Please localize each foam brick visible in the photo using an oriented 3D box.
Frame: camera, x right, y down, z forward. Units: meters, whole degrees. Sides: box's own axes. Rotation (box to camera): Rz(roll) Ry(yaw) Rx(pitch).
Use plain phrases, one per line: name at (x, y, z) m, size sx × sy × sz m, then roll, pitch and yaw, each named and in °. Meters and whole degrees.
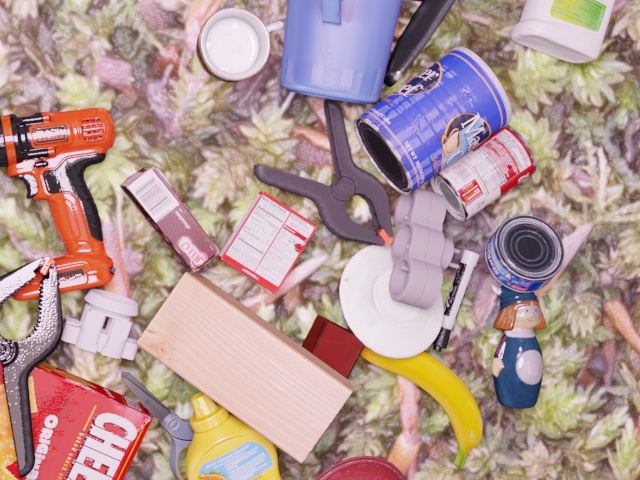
foam brick at (0.007, 0.130, 1.179) m, size 0.051 × 0.053 × 0.078 m, roll 29°, pitch 87°, yaw -15°

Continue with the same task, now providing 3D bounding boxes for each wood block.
wood block at (-0.074, 0.129, 1.105) m, size 0.206 × 0.090 × 0.091 m, roll 35°, pitch 90°, yaw 5°

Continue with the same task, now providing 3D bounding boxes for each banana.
banana at (0.128, 0.174, 1.222) m, size 0.069 × 0.037 × 0.197 m, roll -42°, pitch 103°, yaw -9°

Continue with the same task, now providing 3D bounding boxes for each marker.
marker at (0.154, 0.070, 1.230) m, size 0.020 × 0.020 × 0.121 m, roll 20°, pitch 89°, yaw -15°

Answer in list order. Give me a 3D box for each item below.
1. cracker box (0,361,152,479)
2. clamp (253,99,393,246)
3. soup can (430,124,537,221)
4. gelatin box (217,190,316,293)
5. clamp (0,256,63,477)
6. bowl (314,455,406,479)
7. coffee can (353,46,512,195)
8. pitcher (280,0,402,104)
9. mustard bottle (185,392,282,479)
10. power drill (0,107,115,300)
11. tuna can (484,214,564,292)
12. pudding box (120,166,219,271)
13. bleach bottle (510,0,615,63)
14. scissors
cracker box at (-0.304, 0.208, 1.095) m, size 0.213 × 0.072 × 0.164 m, roll 27°, pitch 86°, yaw -15°
clamp at (0.024, -0.068, 1.176) m, size 0.171 × 0.039 × 0.120 m, roll 40°, pitch 89°, yaw -12°
soup can at (0.182, -0.076, 1.201) m, size 0.102 × 0.068 × 0.068 m, roll -35°, pitch 102°, yaw -9°
gelatin box at (-0.058, 0.001, 1.165) m, size 0.073 × 0.030 × 0.089 m, roll 33°, pitch 86°, yaw -13°
clamp at (-0.321, 0.106, 1.031) m, size 0.164 × 0.036 × 0.210 m, roll 23°, pitch 82°, yaw -18°
bowl at (0.048, 0.325, 1.184) m, size 0.161 × 0.055 × 0.162 m, roll -6°, pitch 104°, yaw -28°
coffee can at (0.122, -0.130, 1.163) m, size 0.140 × 0.103 × 0.103 m, roll -36°, pitch 102°, yaw -9°
pitcher at (0.026, -0.268, 1.101) m, size 0.148 × 0.145 × 0.243 m, roll 2°, pitch 101°, yaw -38°
mustard bottle at (-0.087, 0.245, 1.114) m, size 0.096 × 0.058 × 0.191 m, roll -25°, pitch 101°, yaw -7°
power drill at (-0.291, -0.037, 1.087) m, size 0.184 × 0.057 × 0.187 m, roll -10°, pitch 97°, yaw -14°
tuna can at (0.234, 0.014, 1.219) m, size 0.086 × 0.034 × 0.086 m, roll 5°, pitch 64°, yaw -10°
pudding box at (-0.157, -0.023, 1.106) m, size 0.039 × 0.090 × 0.113 m, roll -37°, pitch 102°, yaw -11°
bleach bottle at (0.301, -0.336, 1.215) m, size 0.102 × 0.068 × 0.251 m, roll 17°, pitch 88°, yaw -16°
scissors at (-0.140, 0.183, 1.120) m, size 0.096 × 0.016 × 0.202 m, roll -35°, pitch 132°, yaw -24°
